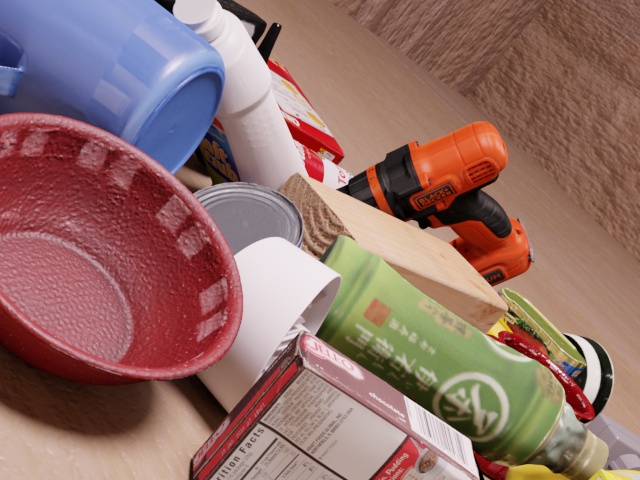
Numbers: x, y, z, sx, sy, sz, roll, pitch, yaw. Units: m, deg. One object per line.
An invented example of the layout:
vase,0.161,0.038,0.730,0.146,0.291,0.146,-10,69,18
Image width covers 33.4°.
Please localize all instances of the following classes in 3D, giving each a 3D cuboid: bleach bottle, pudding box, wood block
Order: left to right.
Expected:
bleach bottle,-0.061,-0.088,0.767,0.103,0.068,0.251,48,-12,29
pudding box,0.007,0.110,0.520,0.113,0.090,0.039,36,17,-15
wood block,0.040,0.034,0.819,0.205,0.091,0.090,22,23,-48

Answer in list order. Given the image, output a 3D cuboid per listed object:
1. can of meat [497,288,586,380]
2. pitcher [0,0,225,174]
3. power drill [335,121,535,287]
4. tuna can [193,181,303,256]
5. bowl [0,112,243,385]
can of meat,0.170,0.104,0.936,0.102,0.084,0.057,48,17,29
pitcher,-0.185,-0.127,0.633,0.243,0.149,0.145,35,-17,11
power drill,0.096,-0.012,0.935,0.187,0.185,0.057,46,27,-51
tuna can,-0.055,0.001,0.714,0.086,0.034,0.086,3,43,-3
bowl,-0.118,0.014,0.523,0.162,0.055,0.162,30,33,-22
